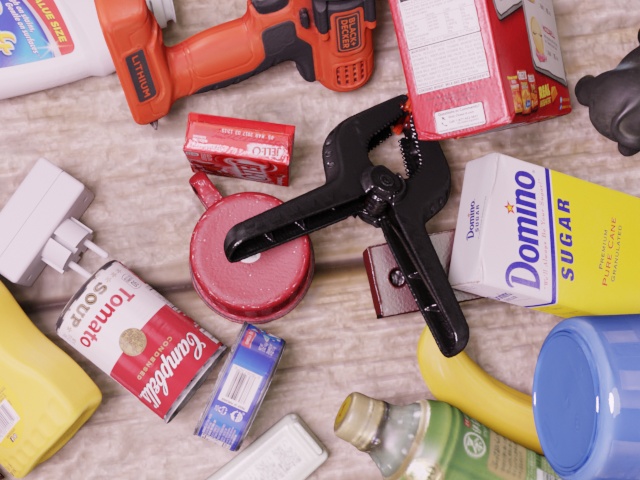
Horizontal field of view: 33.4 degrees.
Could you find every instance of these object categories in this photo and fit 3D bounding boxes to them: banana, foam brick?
[{"bbox_3d":[0.139,0.114,0.752,0.197,0.037,0.070,32,125,-12],"label":"banana"},{"bbox_3d":[0.074,0.024,0.765,0.078,0.051,0.053,-12,85,-4],"label":"foam brick"}]

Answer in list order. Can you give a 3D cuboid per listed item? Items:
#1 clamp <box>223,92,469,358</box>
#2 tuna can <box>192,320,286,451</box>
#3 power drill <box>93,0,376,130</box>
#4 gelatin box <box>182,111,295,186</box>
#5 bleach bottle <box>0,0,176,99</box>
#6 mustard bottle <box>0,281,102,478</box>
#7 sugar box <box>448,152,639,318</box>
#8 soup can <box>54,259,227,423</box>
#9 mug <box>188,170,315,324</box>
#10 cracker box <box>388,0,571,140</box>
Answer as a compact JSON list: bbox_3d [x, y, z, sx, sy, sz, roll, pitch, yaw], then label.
[{"bbox_3d":[0.046,-0.022,0.721,0.164,0.036,0.209,30,47,0],"label":"clamp"},{"bbox_3d":[-0.055,0.101,0.734,0.034,0.086,0.086,24,83,-1],"label":"tuna can"},{"bbox_3d":[-0.053,-0.157,0.718,0.187,0.184,0.057,-14,52,-5],"label":"power drill"},{"bbox_3d":[-0.056,-0.062,0.750,0.073,0.089,0.030,8,83,-2],"label":"gelatin box"},{"bbox_3d":[-0.231,-0.154,0.769,0.250,0.068,0.102,-13,86,-6],"label":"bleach bottle"},{"bbox_3d":[-0.241,0.067,0.734,0.191,0.058,0.096,47,126,4],"label":"mustard bottle"},{"bbox_3d":[0.180,0.007,0.746,0.176,0.048,0.093,15,77,-22],"label":"sugar box"},{"bbox_3d":[-0.125,0.069,0.744,0.102,0.068,0.068,38,83,3],"label":"soup can"},{"bbox_3d":[-0.055,0.001,0.747,0.093,0.081,0.117,-32,86,-5],"label":"mug"},{"bbox_3d":[0.099,-0.178,0.715,0.072,0.164,0.214,-11,94,28],"label":"cracker box"}]
